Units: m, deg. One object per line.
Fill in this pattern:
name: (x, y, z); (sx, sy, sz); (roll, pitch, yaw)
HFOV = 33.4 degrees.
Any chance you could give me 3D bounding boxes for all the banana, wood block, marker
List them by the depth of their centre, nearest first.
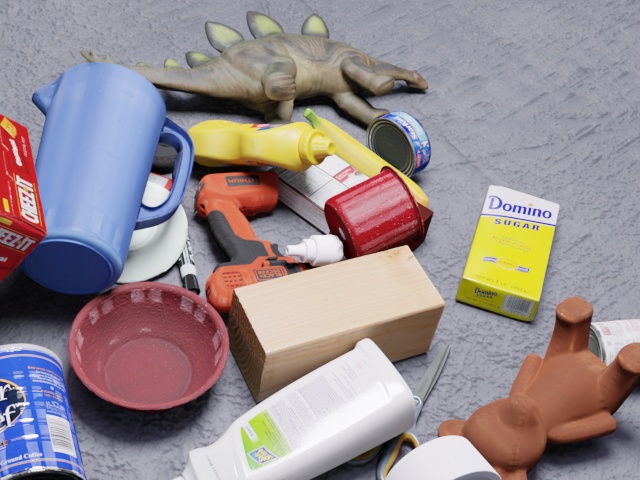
wood block: (0.014, 0.087, 1.134); (0.205, 0.090, 0.091); (-14, 51, -23)
marker: (-0.154, 0.019, 1.216); (0.020, 0.020, 0.121); (-4, 48, -15)
banana: (0.057, -0.093, 1.334); (0.198, 0.037, 0.069); (37, 9, 15)

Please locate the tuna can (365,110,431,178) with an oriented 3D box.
tuna can: (0.099, -0.119, 1.348); (0.033, 0.086, 0.086); (-29, 58, -34)

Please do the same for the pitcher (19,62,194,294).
pitcher: (-0.237, -0.063, 1.149); (0.149, 0.145, 0.242); (-13, 48, 19)

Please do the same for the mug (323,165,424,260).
mug: (0.056, -0.019, 1.194); (0.081, 0.117, 0.093); (-26, 67, -13)

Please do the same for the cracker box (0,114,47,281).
cracker box: (-0.372, -0.007, 1.076); (0.072, 0.214, 0.164); (28, 29, -44)

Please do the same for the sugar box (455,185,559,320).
sugar box: (0.226, 0.011, 1.275); (0.093, 0.048, 0.176); (17, 47, 6)

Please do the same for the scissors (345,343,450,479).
scissors: (0.077, 0.173, 1.114); (0.096, 0.016, 0.201); (14, 46, 3)

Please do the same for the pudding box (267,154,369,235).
pudding box: (0.002, -0.065, 1.312); (0.114, 0.039, 0.089); (35, 51, 24)

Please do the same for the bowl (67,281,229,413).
bowl: (-0.175, 0.120, 1.091); (0.162, 0.055, 0.162); (5, 46, -6)

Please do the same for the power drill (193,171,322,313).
power drill: (-0.058, 0.002, 1.223); (0.184, 0.057, 0.188); (-3, 46, -24)

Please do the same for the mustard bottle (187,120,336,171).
mustard bottle: (-0.062, -0.112, 1.265); (0.192, 0.058, 0.096); (7, 6, 39)

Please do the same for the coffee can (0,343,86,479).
coffee can: (-0.277, 0.181, 0.982); (0.102, 0.103, 0.140); (-9, 50, -19)

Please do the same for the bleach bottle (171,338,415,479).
bleach bottle: (-0.037, 0.190, 1.037); (0.250, 0.068, 0.103); (-23, 46, -18)
